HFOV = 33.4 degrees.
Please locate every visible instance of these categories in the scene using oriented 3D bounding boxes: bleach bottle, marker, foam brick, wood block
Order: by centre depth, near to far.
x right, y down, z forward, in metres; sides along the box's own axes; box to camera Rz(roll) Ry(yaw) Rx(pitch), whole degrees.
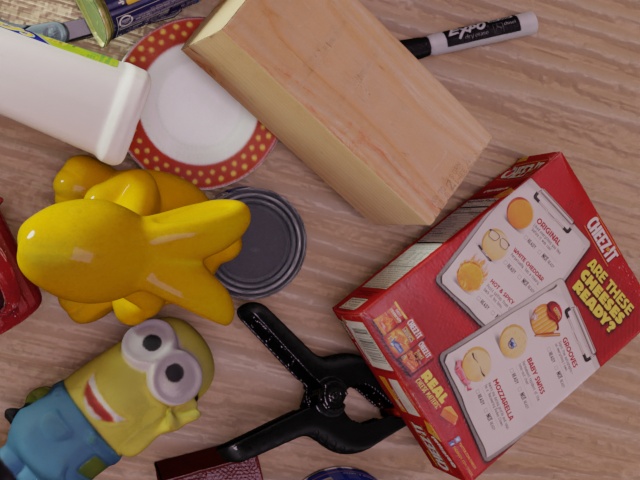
[{"bbox_3d":[-0.242,-0.127,0.712,0.250,0.103,0.068,20,97,-14],"label":"bleach bottle"},{"bbox_3d":[0.013,-0.109,0.783,0.206,0.091,0.090,41,75,-20],"label":"wood block"},{"bbox_3d":[-0.084,0.193,0.827,0.078,0.051,0.053,-11,97,-12],"label":"foam brick"},{"bbox_3d":[0.116,-0.162,0.855,0.121,0.020,0.020,-14,99,-12],"label":"marker"}]

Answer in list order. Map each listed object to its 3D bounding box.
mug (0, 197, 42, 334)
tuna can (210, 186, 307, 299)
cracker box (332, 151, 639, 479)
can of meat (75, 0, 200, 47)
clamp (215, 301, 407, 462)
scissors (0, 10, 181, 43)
[{"bbox_3d":[-0.241,0.025,0.743,0.093,0.117,0.081,-35,110,-38],"label":"mug"},{"bbox_3d":[-0.055,0.001,0.823,0.086,0.034,0.086,-1,96,-13],"label":"tuna can"},{"bbox_3d":[0.138,0.057,0.843,0.213,0.072,0.164,-38,104,-17],"label":"cracker box"},{"bbox_3d":[-0.140,-0.203,0.763,0.083,0.057,0.102,-28,92,-17],"label":"can of meat"},{"bbox_3d":[-0.002,0.112,0.834,0.171,0.039,0.120,8,81,-33],"label":"clamp"},{"bbox_3d":[-0.204,-0.131,0.784,0.201,0.016,0.096,1,97,-14],"label":"scissors"}]
